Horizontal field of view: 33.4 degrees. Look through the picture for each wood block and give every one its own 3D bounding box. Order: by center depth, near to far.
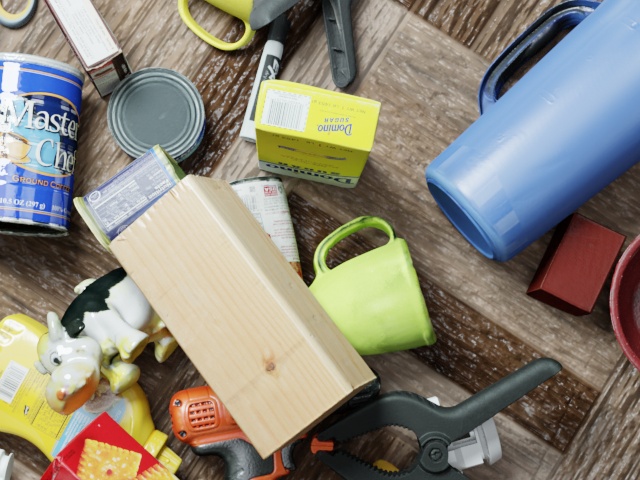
[{"bbox_3d":[-0.061,0.057,0.844,0.091,0.090,0.206,-39,80,12],"label":"wood block"}]

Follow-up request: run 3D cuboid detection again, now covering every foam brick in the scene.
[{"bbox_3d":[0.225,0.022,0.941,0.051,0.053,0.078,27,84,1],"label":"foam brick"}]

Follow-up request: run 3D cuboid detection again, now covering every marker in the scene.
[{"bbox_3d":[-0.049,-0.149,0.970,0.020,0.020,0.121,15,83,0],"label":"marker"}]

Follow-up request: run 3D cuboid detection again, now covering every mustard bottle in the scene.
[{"bbox_3d":[-0.204,0.148,0.910,0.191,0.058,0.096,30,89,2],"label":"mustard bottle"}]

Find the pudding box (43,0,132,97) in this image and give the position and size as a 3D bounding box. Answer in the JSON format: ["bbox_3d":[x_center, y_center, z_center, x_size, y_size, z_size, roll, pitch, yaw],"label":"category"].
[{"bbox_3d":[-0.211,-0.190,0.935,0.039,0.090,0.113,-32,86,-6],"label":"pudding box"}]

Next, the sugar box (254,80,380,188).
[{"bbox_3d":[-0.006,-0.083,0.885,0.093,0.176,0.048,12,81,0],"label":"sugar box"}]

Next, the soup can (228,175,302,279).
[{"bbox_3d":[-0.056,0.001,0.928,0.068,0.068,0.102,-11,83,-3],"label":"soup can"}]

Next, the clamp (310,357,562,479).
[{"bbox_3d":[0.098,0.183,0.871,0.210,0.036,0.164,-3,84,0],"label":"clamp"}]

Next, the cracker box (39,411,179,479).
[{"bbox_3d":[-0.143,0.263,0.847,0.214,0.164,0.072,43,40,4],"label":"cracker box"}]

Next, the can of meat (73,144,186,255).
[{"bbox_3d":[-0.149,-0.030,0.907,0.084,0.102,0.057,-36,79,0],"label":"can of meat"}]

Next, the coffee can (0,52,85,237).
[{"bbox_3d":[-0.260,-0.079,0.914,0.103,0.103,0.140,4,83,-1],"label":"coffee can"}]

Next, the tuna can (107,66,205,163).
[{"bbox_3d":[-0.146,-0.109,0.955,0.086,0.034,0.086,0,83,-2],"label":"tuna can"}]

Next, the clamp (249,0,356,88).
[{"bbox_3d":[-0.003,-0.233,0.950,0.120,0.039,0.171,19,75,-45],"label":"clamp"}]

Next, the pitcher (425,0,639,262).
[{"bbox_3d":[0.206,-0.102,0.927,0.243,0.149,0.145,-40,101,-3],"label":"pitcher"}]

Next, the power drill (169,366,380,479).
[{"bbox_3d":[-0.026,0.203,0.909,0.184,0.057,0.187,-8,83,-10],"label":"power drill"}]
